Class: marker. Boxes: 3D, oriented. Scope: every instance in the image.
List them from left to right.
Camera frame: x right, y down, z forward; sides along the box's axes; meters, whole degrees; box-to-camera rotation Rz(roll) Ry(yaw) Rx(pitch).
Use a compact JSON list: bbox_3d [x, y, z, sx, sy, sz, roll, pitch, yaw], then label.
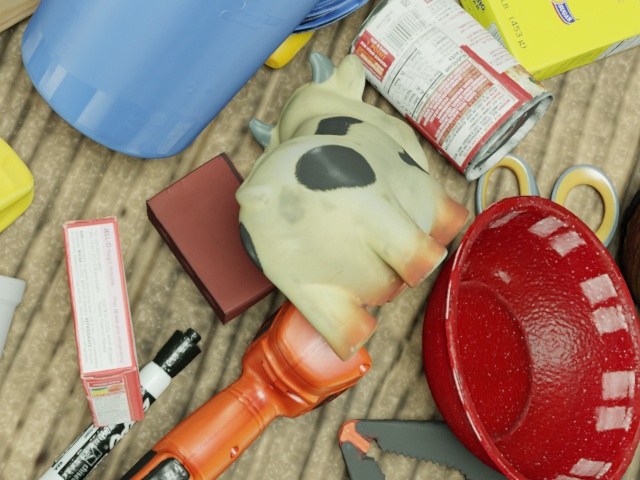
[{"bbox_3d":[-0.109,0.095,0.586,0.020,0.020,0.121,42,77,1],"label":"marker"}]

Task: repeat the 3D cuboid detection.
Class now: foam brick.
[{"bbox_3d":[-0.054,0.001,0.594,0.051,0.053,0.078,-35,85,-13],"label":"foam brick"}]

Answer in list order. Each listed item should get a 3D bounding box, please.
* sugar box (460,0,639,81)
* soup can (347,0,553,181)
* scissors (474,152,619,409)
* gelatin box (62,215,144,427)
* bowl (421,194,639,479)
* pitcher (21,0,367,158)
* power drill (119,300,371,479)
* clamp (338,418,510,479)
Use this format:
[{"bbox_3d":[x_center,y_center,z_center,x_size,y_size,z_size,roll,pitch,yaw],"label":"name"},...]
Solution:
[{"bbox_3d":[0.177,-0.163,0.659,0.176,0.048,0.093,-22,84,-10],"label":"sugar box"},{"bbox_3d":[0.073,-0.093,0.613,0.068,0.068,0.102,-41,78,-13],"label":"soup can"},{"bbox_3d":[0.150,0.040,0.633,0.096,0.016,0.202,-16,82,-9],"label":"scissors"},{"bbox_3d":[-0.113,0.043,0.556,0.030,0.073,0.089,-8,63,-11],"label":"gelatin box"},{"bbox_3d":[0.105,0.060,0.569,0.161,0.055,0.162,14,68,-37],"label":"bowl"},{"bbox_3d":[-0.039,-0.155,0.539,0.149,0.145,0.243,40,119,-6],"label":"pitcher"},{"bbox_3d":[-0.063,0.104,0.517,0.187,0.185,0.057,-38,87,-22],"label":"power drill"},{"bbox_3d":[0.103,0.160,0.592,0.210,0.036,0.164,43,83,4],"label":"clamp"}]
